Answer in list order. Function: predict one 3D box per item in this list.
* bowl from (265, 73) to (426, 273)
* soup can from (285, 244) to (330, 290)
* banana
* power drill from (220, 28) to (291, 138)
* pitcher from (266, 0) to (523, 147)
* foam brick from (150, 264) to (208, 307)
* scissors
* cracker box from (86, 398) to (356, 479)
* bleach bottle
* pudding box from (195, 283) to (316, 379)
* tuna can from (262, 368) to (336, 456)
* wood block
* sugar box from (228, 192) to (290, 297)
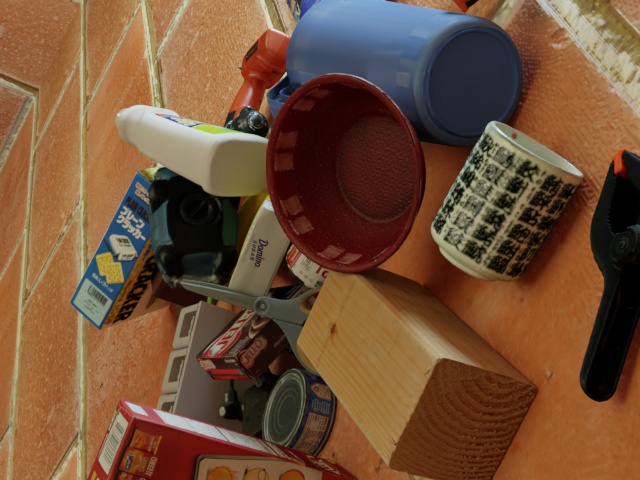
[{"bbox_3d":[0.031,-0.056,0.875,0.162,0.055,0.162,9,103,40],"label":"bowl"},{"bbox_3d":[0.019,-0.004,1.032,0.102,0.068,0.068,-56,28,28],"label":"soup can"},{"bbox_3d":[-0.089,-0.005,1.285,0.198,0.037,0.070,-62,31,15],"label":"banana"},{"bbox_3d":[-0.086,-0.169,1.326,0.185,0.057,0.187,-32,32,60],"label":"power drill"},{"bbox_3d":[0.065,-0.149,0.971,0.243,0.144,0.149,28,95,62],"label":"pitcher"},{"bbox_3d":[-0.169,0.049,1.355,0.051,0.078,0.053,-60,25,21],"label":"foam brick"},{"bbox_3d":[-0.047,0.083,1.030,0.202,0.016,0.096,-2,85,23],"label":"scissors"},{"bbox_3d":[-0.099,0.243,0.910,0.072,0.213,0.164,21,90,67],"label":"cracker box"},{"bbox_3d":[-0.163,-0.114,1.228,0.251,0.102,0.068,23,107,43],"label":"bleach bottle"},{"bbox_3d":[-0.064,0.094,1.094,0.113,0.039,0.090,-43,18,-29],"label":"pudding box"},{"bbox_3d":[-0.022,0.167,1.024,0.086,0.033,0.086,-44,35,42],"label":"tuna can"},{"bbox_3d":[0.066,0.097,0.837,0.091,0.090,0.206,-65,26,11],"label":"wood block"},{"bbox_3d":[-0.058,0.001,1.137,0.176,0.048,0.093,-76,10,-83],"label":"sugar box"}]
